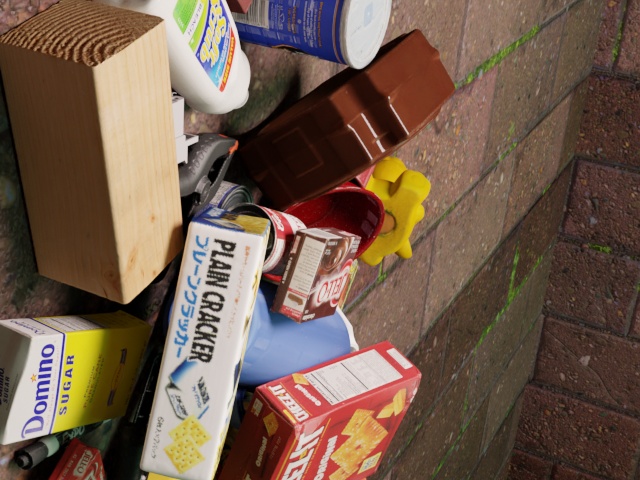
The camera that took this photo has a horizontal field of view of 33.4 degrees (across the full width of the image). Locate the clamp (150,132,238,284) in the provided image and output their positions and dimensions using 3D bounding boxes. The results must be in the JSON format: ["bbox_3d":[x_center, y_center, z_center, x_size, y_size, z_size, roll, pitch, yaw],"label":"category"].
[{"bbox_3d":[-0.126,-0.053,1.000,0.120,0.039,0.171,104,9,-54],"label":"clamp"}]

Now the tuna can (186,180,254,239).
[{"bbox_3d":[-0.102,-0.019,1.098,0.086,0.034,0.086,-49,148,-47],"label":"tuna can"}]

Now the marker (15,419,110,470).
[{"bbox_3d":[-0.227,0.174,0.950,0.121,0.020,0.020,-28,131,-62],"label":"marker"}]

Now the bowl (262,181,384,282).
[{"bbox_3d":[-0.009,-0.022,1.232,0.162,0.055,0.162,-18,145,-14],"label":"bowl"}]

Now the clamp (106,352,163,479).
[{"bbox_3d":[-0.184,0.220,1.040,0.164,0.036,0.210,-77,-176,-66],"label":"clamp"}]

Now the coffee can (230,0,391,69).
[{"bbox_3d":[-0.016,-0.227,1.010,0.102,0.140,0.103,-49,148,-47],"label":"coffee can"}]

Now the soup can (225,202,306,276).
[{"bbox_3d":[-0.057,0.001,1.080,0.102,0.069,0.068,13,93,-69],"label":"soup can"}]

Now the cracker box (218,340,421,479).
[{"bbox_3d":[0.000,0.214,1.177,0.213,0.072,0.164,-14,135,-46],"label":"cracker box"}]

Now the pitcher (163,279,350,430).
[{"bbox_3d":[-0.069,0.114,1.151,0.145,0.149,0.242,-36,156,10],"label":"pitcher"}]

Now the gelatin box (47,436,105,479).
[{"bbox_3d":[-0.223,0.225,0.952,0.073,0.030,0.089,-62,174,-28],"label":"gelatin box"}]

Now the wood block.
[{"bbox_3d":[-0.170,-0.067,0.818,0.090,0.091,0.206,-49,148,-46],"label":"wood block"}]

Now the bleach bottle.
[{"bbox_3d":[-0.111,-0.182,0.922,0.250,0.068,0.102,48,54,-69],"label":"bleach bottle"}]

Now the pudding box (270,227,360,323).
[{"bbox_3d":[-0.003,0.033,1.089,0.113,0.039,0.090,-1,110,-69],"label":"pudding box"}]

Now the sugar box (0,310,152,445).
[{"bbox_3d":[-0.215,0.111,0.898,0.176,0.048,0.093,-1,110,-70],"label":"sugar box"}]
